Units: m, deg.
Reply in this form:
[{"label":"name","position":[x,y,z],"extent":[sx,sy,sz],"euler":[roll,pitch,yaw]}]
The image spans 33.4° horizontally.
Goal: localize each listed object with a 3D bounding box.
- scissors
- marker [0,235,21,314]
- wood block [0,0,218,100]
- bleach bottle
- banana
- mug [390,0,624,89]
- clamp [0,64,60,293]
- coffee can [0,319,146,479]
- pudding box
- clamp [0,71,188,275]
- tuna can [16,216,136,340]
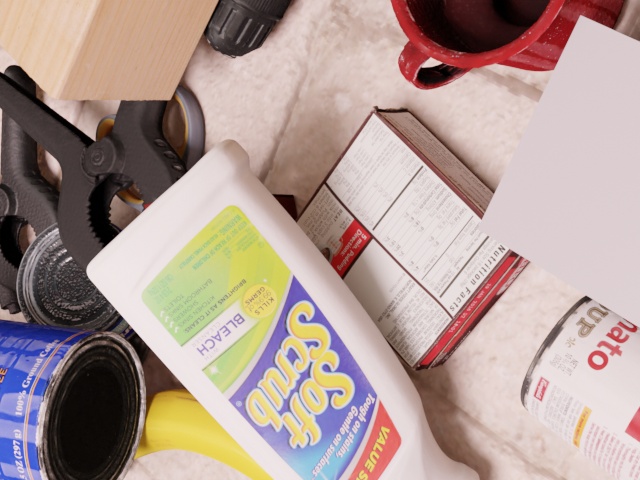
[{"label":"scissors","position":[-0.078,-0.016,0.668],"extent":[0.096,0.016,0.202],"euler":[-50,64,26]},{"label":"marker","position":[-0.242,-0.002,0.786],"extent":[0.020,0.020,0.121],"euler":[-30,74,33]},{"label":"wood block","position":[-0.094,-0.183,0.560],"extent":[0.090,0.090,0.206],"euler":[45,120,25]},{"label":"bleach bottle","position":[0.002,0.074,0.539],"extent":[0.102,0.068,0.251],"euler":[-43,95,3]},{"label":"banana","position":[-0.060,0.127,0.650],"extent":[0.198,0.037,0.069],"euler":[3,112,38]},{"label":"mug","position":[0.085,-0.115,0.504],"extent":[0.117,0.081,0.093],"euler":[-49,65,27]},{"label":"clamp","position":[-0.214,-0.035,0.751],"extent":[0.120,0.039,0.171],"euler":[-44,76,22]},{"label":"coffee can","position":[-0.191,0.098,0.637],"extent":[0.140,0.102,0.103],"euler":[4,94,24]},{"label":"pudding box","position":[0.047,-0.002,0.563],"extent":[0.113,0.039,0.090],"euler":[48,117,23]},{"label":"clamp","position":[-0.138,-0.050,0.666],"extent":[0.165,0.036,0.210],"euler":[-15,77,24]},{"label":"tuna can","position":[-0.152,0.028,0.691],"extent":[0.086,0.033,0.086],"euler":[-4,75,13]}]
